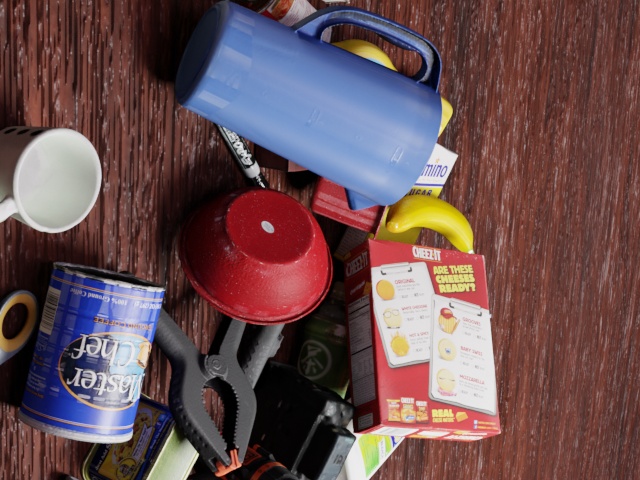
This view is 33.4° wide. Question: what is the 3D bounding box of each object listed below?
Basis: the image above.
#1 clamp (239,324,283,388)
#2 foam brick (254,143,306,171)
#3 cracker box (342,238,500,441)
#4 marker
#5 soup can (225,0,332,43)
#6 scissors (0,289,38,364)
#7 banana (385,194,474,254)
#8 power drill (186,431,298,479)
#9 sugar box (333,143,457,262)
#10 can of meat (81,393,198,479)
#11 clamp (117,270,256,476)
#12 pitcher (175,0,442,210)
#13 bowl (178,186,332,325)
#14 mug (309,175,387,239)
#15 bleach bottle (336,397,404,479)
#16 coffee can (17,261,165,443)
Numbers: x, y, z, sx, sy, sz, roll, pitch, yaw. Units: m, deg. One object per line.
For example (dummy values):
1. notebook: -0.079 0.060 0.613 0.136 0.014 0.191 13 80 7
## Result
1. clamp: -0.056 0.098 1.155 0.172 0.039 0.120 -62 175 28
2. foam brick: -0.034 -0.115 1.139 0.052 0.051 0.078 -10 108 -48
3. cracker box: 0.113 0.117 1.217 0.164 0.072 0.213 8 67 -28
4. marker: -0.083 -0.093 1.112 0.020 0.020 0.121 -53 136 -27
5. soup can: -0.041 -0.228 1.085 0.102 0.069 0.068 37 72 -50
6. scissors: -0.290 0.125 0.926 0.096 0.016 0.202 -7 106 -50
7. banana: 0.132 -0.022 1.262 0.197 0.037 0.070 19 41 -48
8. power drill: -0.113 0.272 1.068 0.187 0.185 0.057 -22 117 -35
9. sugar box: 0.093 -0.043 1.291 0.093 0.048 0.176 17 103 -51
10. can of meat: -0.171 0.206 1.041 0.057 0.084 0.102 45 66 -47
11. clamp: -0.120 0.121 1.031 0.164 0.036 0.210 12 57 -37
12. pitcher: -0.007 -0.145 1.035 0.242 0.145 0.149 22 65 -23
13. bowl: -0.057 0.001 1.059 0.161 0.162 0.055 -39 166 -37
14. mug: 0.042 -0.069 1.173 0.093 0.081 0.117 -62 172 -69
15. bleach bottle: 0.086 0.215 1.377 0.250 0.068 0.102 -38 129 -41
16. coffee can: -0.204 0.099 0.954 0.102 0.103 0.140 13 90 -52
